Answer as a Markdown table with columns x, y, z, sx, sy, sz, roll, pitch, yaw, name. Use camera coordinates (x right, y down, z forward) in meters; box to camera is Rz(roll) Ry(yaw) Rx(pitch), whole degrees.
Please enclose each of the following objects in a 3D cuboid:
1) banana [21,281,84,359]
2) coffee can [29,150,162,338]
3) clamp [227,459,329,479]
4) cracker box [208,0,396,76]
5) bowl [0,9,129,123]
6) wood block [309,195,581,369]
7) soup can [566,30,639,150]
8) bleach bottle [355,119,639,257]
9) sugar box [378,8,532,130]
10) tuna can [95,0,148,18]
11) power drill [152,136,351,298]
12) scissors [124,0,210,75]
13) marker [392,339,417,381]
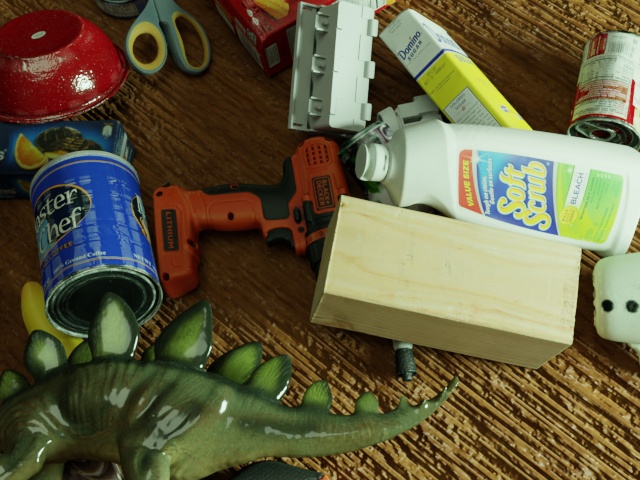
| x | y | z | sx | sy | sz | roll | pitch | yaw | name |
| --- | --- | --- | --- | --- | --- | --- | --- | --- | --- |
| -0.208 | 0.104 | 0.977 | 0.198 | 0.037 | 0.069 | 25 | 53 | 16 | banana |
| -0.205 | 0.003 | 0.969 | 0.103 | 0.103 | 0.140 | -18 | 53 | -1 | coffee can |
| -0.076 | 0.226 | 0.901 | 0.171 | 0.039 | 0.120 | -26 | 70 | -8 | clamp |
| -0.013 | -0.294 | 1.111 | 0.213 | 0.072 | 0.164 | -32 | 66 | -9 | cracker box |
| -0.277 | -0.185 | 1.074 | 0.162 | 0.055 | 0.162 | -4 | 43 | 3 | bowl |
| 0.104 | 0.037 | 0.907 | 0.206 | 0.091 | 0.090 | 12 | 69 | -4 | wood block |
| 0.274 | -0.138 | 1.005 | 0.068 | 0.068 | 0.102 | 11 | 67 | 12 | soup can |
| 0.150 | -0.046 | 0.911 | 0.250 | 0.103 | 0.068 | 5 | 23 | -17 | bleach bottle |
| 0.137 | -0.139 | 1.007 | 0.048 | 0.093 | 0.176 | -42 | 66 | 20 | sugar box |
| -0.208 | -0.283 | 1.152 | 0.086 | 0.034 | 0.086 | -3 | 65 | 6 | tuna can |
| -0.057 | 0.001 | 0.993 | 0.187 | 0.057 | 0.184 | -10 | 65 | 1 | power drill |
| -0.184 | -0.254 | 1.106 | 0.096 | 0.016 | 0.202 | -28 | 84 | -22 | scissors |
| 0.071 | 0.069 | 0.964 | 0.020 | 0.020 | 0.121 | -7 | 65 | 4 | marker |
